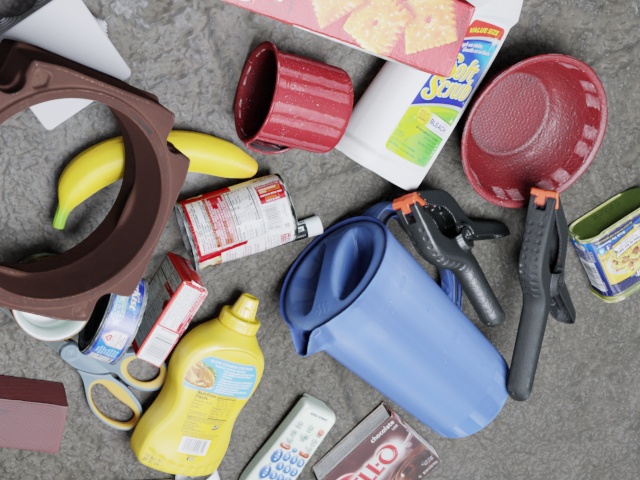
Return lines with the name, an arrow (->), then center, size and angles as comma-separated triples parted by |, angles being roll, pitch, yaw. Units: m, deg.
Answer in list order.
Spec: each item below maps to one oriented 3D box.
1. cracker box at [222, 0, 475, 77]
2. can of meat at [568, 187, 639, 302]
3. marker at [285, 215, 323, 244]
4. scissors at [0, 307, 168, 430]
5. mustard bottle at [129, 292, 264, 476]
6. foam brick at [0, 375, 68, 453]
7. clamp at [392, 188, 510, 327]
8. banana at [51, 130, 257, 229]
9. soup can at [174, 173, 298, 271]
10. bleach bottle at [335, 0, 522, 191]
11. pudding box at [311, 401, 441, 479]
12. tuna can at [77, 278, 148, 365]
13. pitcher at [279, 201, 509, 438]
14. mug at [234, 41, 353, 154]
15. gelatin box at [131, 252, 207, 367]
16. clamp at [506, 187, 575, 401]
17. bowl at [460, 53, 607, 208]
cracker box -> -0.001, -0.212, 0.900 | 0.213, 0.164, 0.072 | 16, 103, -23
can of meat -> 0.326, 0.003, 1.149 | 0.102, 0.057, 0.084 | -32, 114, -5
marker -> -0.057, 0.001, 1.045 | 0.121, 0.020, 0.020 | -17, 115, -11
scissors -> -0.222, 0.101, 1.033 | 0.096, 0.016, 0.201 | -33, 117, -5
mustard bottle -> -0.109, 0.139, 1.059 | 0.096, 0.058, 0.192 | 19, 104, -35
foam brick -> -0.285, 0.164, 1.017 | 0.078, 0.051, 0.053 | 12, 105, -22
clamp -> 0.137, -0.005, 1.060 | 0.039, 0.120, 0.171 | -22, 127, 33
banana -> -0.157, -0.069, 0.979 | 0.197, 0.037, 0.069 | -15, 129, -11
soup can -> -0.079, -0.018, 1.003 | 0.102, 0.068, 0.068 | -18, 115, -11
bleach bottle -> 0.114, -0.174, 1.003 | 0.102, 0.068, 0.251 | 24, 100, -45
pudding box -> 0.061, 0.245, 1.167 | 0.113, 0.039, 0.090 | -45, 116, 2
tuna can -> -0.193, 0.070, 0.991 | 0.033, 0.086, 0.086 | 23, 102, -22
pitcher -> 0.089, 0.086, 1.073 | 0.149, 0.145, 0.242 | -37, 122, 18
mug -> -0.028, -0.119, 0.977 | 0.081, 0.093, 0.117 | 11, 138, -26
gelatin box -> -0.146, 0.065, 1.011 | 0.030, 0.073, 0.089 | 30, 98, -26
clamp -> 0.223, 0.048, 1.080 | 0.164, 0.036, 0.210 | -51, 141, -43
bowl -> 0.200, -0.115, 1.056 | 0.162, 0.055, 0.162 | -10, 121, -18
